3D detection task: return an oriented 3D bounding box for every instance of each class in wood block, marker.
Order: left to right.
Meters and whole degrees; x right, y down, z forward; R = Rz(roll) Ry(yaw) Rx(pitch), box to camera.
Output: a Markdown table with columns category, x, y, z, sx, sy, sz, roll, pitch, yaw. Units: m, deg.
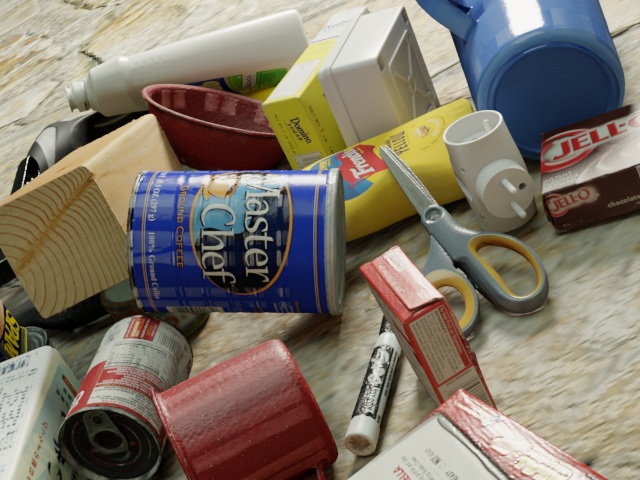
| category | x | y | z | sx | sy | sz | roll | pitch | yaw |
| --- | --- | --- | --- | --- | --- | --- | --- | --- | --- |
| wood block | -0.176 | -0.028 | 0.860 | 0.091 | 0.090 | 0.206 | -25 | 13 | 12 |
| marker | 0.037 | 0.084 | 0.665 | 0.020 | 0.020 | 0.121 | -13 | 31 | 25 |

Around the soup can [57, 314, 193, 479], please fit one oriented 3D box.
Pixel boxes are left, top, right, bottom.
| category | x | y | z | sx | sy | sz | roll | pitch | yaw |
| --- | --- | --- | --- | --- | --- | --- | --- | --- | --- |
| soup can | -0.129 | 0.106 | 0.722 | 0.069 | 0.068 | 0.102 | -18 | 28 | 18 |

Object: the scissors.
| category | x | y | z | sx | sy | sz | roll | pitch | yaw |
| --- | --- | --- | --- | --- | --- | --- | --- | --- | --- |
| scissors | 0.070 | 0.003 | 0.729 | 0.096 | 0.016 | 0.202 | -42 | 44 | -10 |

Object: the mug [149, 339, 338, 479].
| category | x | y | z | sx | sy | sz | roll | pitch | yaw |
| --- | --- | --- | --- | --- | --- | --- | --- | --- | --- |
| mug | -0.037 | 0.118 | 0.612 | 0.081 | 0.093 | 0.117 | -26 | 58 | -8 |

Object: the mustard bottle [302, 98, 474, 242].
| category | x | y | z | sx | sy | sz | roll | pitch | yaw |
| --- | --- | --- | --- | --- | --- | --- | --- | --- | --- |
| mustard bottle | 0.039 | -0.044 | 0.839 | 0.192 | 0.058 | 0.096 | -22 | 33 | 11 |

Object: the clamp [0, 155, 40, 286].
| category | x | y | z | sx | sy | sz | roll | pitch | yaw |
| --- | --- | --- | --- | --- | --- | --- | --- | --- | --- |
| clamp | -0.273 | -0.017 | 1.011 | 0.120 | 0.039 | 0.171 | -3 | 49 | 33 |

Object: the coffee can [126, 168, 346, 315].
| category | x | y | z | sx | sy | sz | roll | pitch | yaw |
| --- | --- | --- | --- | --- | --- | --- | --- | --- | --- |
| coffee can | -0.055 | 0.001 | 0.751 | 0.140 | 0.103 | 0.102 | 0 | 32 | 5 |

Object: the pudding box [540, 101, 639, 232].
| category | x | y | z | sx | sy | sz | roll | pitch | yaw |
| --- | --- | --- | --- | --- | --- | --- | --- | --- | --- |
| pudding box | 0.208 | -0.056 | 0.729 | 0.114 | 0.039 | 0.090 | -16 | 29 | 21 |

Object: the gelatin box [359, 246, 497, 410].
| category | x | y | z | sx | sy | sz | roll | pitch | yaw |
| --- | --- | --- | --- | --- | --- | --- | --- | --- | --- |
| gelatin box | 0.062 | 0.056 | 0.614 | 0.030 | 0.089 | 0.073 | -29 | 27 | -4 |

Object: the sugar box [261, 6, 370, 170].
| category | x | y | z | sx | sy | sz | roll | pitch | yaw |
| --- | --- | --- | --- | --- | --- | --- | --- | --- | --- |
| sugar box | 0.016 | -0.133 | 0.973 | 0.048 | 0.093 | 0.176 | -6 | 35 | 34 |

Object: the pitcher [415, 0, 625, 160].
| category | x | y | z | sx | sy | sz | roll | pitch | yaw |
| --- | --- | --- | --- | --- | --- | --- | --- | --- | --- |
| pitcher | 0.159 | -0.171 | 0.865 | 0.149 | 0.145 | 0.242 | -17 | 32 | 13 |

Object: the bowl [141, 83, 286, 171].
| category | x | y | z | sx | sy | sz | roll | pitch | yaw |
| --- | --- | --- | --- | --- | --- | --- | --- | --- | --- |
| bowl | -0.093 | -0.099 | 1.006 | 0.162 | 0.055 | 0.162 | 13 | 17 | -4 |

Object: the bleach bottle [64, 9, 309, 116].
| category | x | y | z | sx | sy | sz | roll | pitch | yaw |
| --- | --- | --- | --- | --- | --- | --- | --- | --- | --- |
| bleach bottle | -0.139 | -0.175 | 1.117 | 0.250 | 0.068 | 0.102 | -15 | -8 | -7 |

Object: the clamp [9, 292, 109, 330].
| category | x | y | z | sx | sy | sz | roll | pitch | yaw |
| --- | --- | --- | --- | --- | --- | --- | --- | --- | --- |
| clamp | -0.236 | 0.056 | 0.934 | 0.210 | 0.036 | 0.164 | -11 | 30 | 33 |
